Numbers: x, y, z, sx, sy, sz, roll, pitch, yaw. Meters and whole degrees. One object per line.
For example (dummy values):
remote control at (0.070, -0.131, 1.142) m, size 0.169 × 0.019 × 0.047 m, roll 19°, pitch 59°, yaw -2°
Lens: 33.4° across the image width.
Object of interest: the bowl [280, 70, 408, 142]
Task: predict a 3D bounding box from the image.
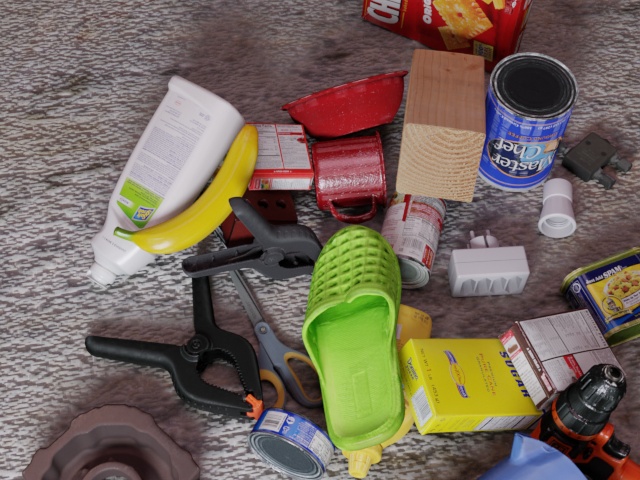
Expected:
bowl at (0.036, -0.158, 1.297) m, size 0.162 × 0.162 × 0.055 m, roll -17°, pitch 93°, yaw -13°

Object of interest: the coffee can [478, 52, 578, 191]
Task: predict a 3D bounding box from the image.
coffee can at (0.242, -0.140, 1.277) m, size 0.103 × 0.140 × 0.103 m, roll 1°, pitch 57°, yaw -2°

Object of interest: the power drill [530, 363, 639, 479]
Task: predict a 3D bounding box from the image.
power drill at (0.305, 0.210, 1.039) m, size 0.188 × 0.185 × 0.057 m, roll 31°, pitch 51°, yaw 8°

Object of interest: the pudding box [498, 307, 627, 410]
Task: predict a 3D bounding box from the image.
pudding box at (0.255, 0.122, 1.121) m, size 0.113 × 0.039 × 0.090 m, roll -5°, pitch 57°, yaw -35°

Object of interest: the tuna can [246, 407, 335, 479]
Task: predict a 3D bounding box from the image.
tuna can at (-0.029, 0.206, 1.076) m, size 0.086 × 0.086 × 0.033 m, roll 23°, pitch 57°, yaw 12°

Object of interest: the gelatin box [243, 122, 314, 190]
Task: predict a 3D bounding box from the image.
gelatin box at (-0.051, -0.098, 1.243) m, size 0.073 × 0.030 × 0.089 m, roll -1°, pitch 48°, yaw -13°

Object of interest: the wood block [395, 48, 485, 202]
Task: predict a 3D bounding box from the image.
wood block at (0.143, -0.141, 1.261) m, size 0.090 × 0.091 × 0.206 m, roll 8°, pitch 34°, yaw 3°

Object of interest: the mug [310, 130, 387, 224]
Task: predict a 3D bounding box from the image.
mug at (0.034, -0.069, 1.256) m, size 0.081 × 0.093 × 0.117 m, roll -6°, pitch 60°, yaw -1°

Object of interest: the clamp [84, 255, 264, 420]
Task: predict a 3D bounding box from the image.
clamp at (-0.129, 0.112, 1.155) m, size 0.210 × 0.036 × 0.164 m, roll 32°, pitch 63°, yaw 24°

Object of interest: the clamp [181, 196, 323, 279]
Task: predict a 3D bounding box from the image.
clamp at (-0.058, 0.001, 1.182) m, size 0.171 × 0.120 × 0.039 m, roll 2°, pitch 54°, yaw -31°

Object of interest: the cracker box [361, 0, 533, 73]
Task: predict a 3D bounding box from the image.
cracker box at (0.165, -0.324, 1.381) m, size 0.214 × 0.164 × 0.072 m, roll 25°, pitch 57°, yaw 13°

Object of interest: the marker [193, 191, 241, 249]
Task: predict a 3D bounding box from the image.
marker at (-0.119, -0.015, 1.255) m, size 0.020 × 0.020 × 0.121 m, roll -28°, pitch 62°, yaw -19°

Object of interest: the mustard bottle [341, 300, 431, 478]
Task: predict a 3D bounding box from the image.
mustard bottle at (0.057, 0.158, 1.126) m, size 0.096 × 0.058 × 0.191 m, roll 10°, pitch 57°, yaw 6°

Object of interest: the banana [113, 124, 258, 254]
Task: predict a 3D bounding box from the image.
banana at (-0.131, -0.045, 1.176) m, size 0.197 × 0.037 × 0.069 m, roll -40°, pitch 104°, yaw -11°

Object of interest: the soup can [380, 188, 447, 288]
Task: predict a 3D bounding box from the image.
soup can at (0.103, -0.004, 1.228) m, size 0.068 × 0.068 × 0.102 m, roll 13°, pitch 58°, yaw 6°

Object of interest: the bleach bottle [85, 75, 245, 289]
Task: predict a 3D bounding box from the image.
bleach bottle at (-0.193, -0.061, 1.224) m, size 0.103 × 0.068 × 0.251 m, roll 29°, pitch 82°, yaw 27°

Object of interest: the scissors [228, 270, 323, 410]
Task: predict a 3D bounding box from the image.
scissors at (-0.074, 0.116, 1.174) m, size 0.096 × 0.016 × 0.202 m, roll -35°, pitch 65°, yaw -22°

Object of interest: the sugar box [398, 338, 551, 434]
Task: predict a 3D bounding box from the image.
sugar box at (0.173, 0.149, 1.111) m, size 0.176 × 0.048 × 0.093 m, roll 0°, pitch 55°, yaw -25°

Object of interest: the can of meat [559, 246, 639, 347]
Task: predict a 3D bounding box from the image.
can of meat at (0.335, 0.066, 1.198) m, size 0.102 × 0.057 × 0.084 m, roll -19°, pitch 62°, yaw -13°

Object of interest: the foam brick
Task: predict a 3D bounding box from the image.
foam brick at (-0.072, -0.026, 1.231) m, size 0.078 × 0.051 × 0.053 m, roll 0°, pitch 50°, yaw -22°
